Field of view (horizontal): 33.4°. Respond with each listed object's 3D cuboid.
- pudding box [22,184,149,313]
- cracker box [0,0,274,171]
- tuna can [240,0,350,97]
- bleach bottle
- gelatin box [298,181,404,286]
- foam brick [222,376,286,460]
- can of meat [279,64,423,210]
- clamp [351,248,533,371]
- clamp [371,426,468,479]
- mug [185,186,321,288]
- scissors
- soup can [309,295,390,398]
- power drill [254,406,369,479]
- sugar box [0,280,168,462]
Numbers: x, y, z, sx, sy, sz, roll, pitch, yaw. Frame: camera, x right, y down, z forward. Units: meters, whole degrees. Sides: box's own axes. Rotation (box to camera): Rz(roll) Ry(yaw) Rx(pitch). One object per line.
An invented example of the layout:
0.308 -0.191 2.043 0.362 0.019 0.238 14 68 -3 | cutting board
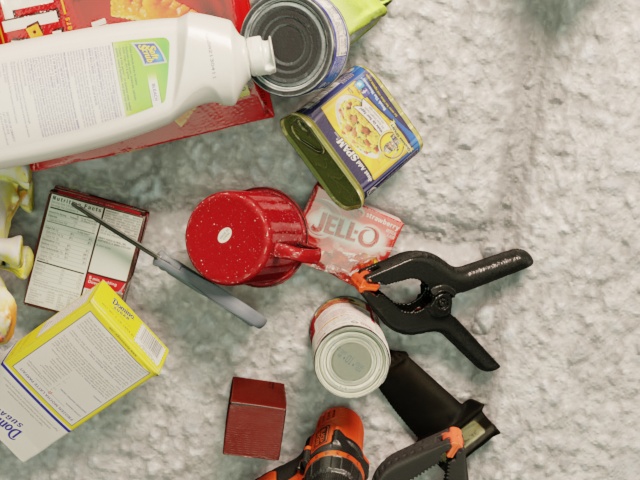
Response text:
-0.214 0.015 0.975 0.090 0.039 0.113 16 99 -5 | pudding box
-0.161 -0.162 0.912 0.213 0.072 0.164 -14 102 -7 | cracker box
-0.022 -0.159 0.862 0.086 0.033 0.086 6 105 22 | tuna can
-0.159 -0.118 0.840 0.251 0.068 0.102 -9 103 0 | bleach bottle
0.021 -0.003 0.982 0.089 0.030 0.073 24 99 -7 | gelatin box
-0.061 0.164 0.989 0.053 0.078 0.051 8 99 -4 | foam brick
0.029 -0.092 0.938 0.083 0.058 0.102 -41 102 -20 | can of meat
0.115 0.044 0.980 0.171 0.039 0.120 21 92 -23 | clamp
0.070 0.261 1.019 0.164 0.036 0.210 19 113 -5 | clamp
-0.056 0.001 0.935 0.117 0.081 0.093 18 97 18 | mug
-0.122 0.027 0.933 0.201 0.096 0.016 36 82 -32 | scissors
0.025 0.095 0.965 0.068 0.102 0.068 0 102 -2 | soup can
-0.039 0.243 0.962 0.188 0.184 0.057 -34 100 15 | power drill
-0.234 0.121 0.968 0.176 0.048 0.093 -32 108 22 | sugar box
